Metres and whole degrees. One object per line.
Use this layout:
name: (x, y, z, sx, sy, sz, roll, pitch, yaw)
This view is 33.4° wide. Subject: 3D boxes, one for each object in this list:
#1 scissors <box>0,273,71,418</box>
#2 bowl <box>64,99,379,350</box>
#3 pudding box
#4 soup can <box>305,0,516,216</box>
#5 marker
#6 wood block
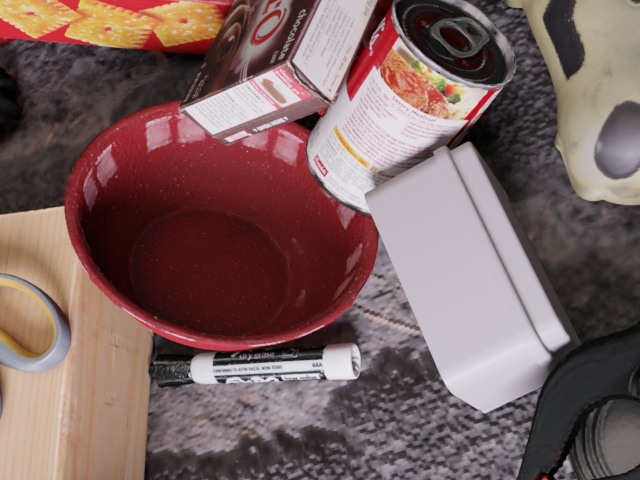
scissors: (-0.218, 0.039, 0.556, 0.202, 0.016, 0.096, 17, 80, 24)
bowl: (-0.054, 0.001, 0.563, 0.162, 0.055, 0.162, 8, 51, -10)
pudding box: (-0.016, -0.110, 0.555, 0.090, 0.039, 0.113, -15, 47, 47)
soup can: (0.043, -0.068, 0.541, 0.102, 0.068, 0.068, -54, 53, 43)
marker: (-0.038, 0.068, 0.577, 0.121, 0.020, 0.020, -5, 70, 20)
wood block: (-0.151, 0.096, 0.573, 0.091, 0.090, 0.206, -7, 69, 19)
